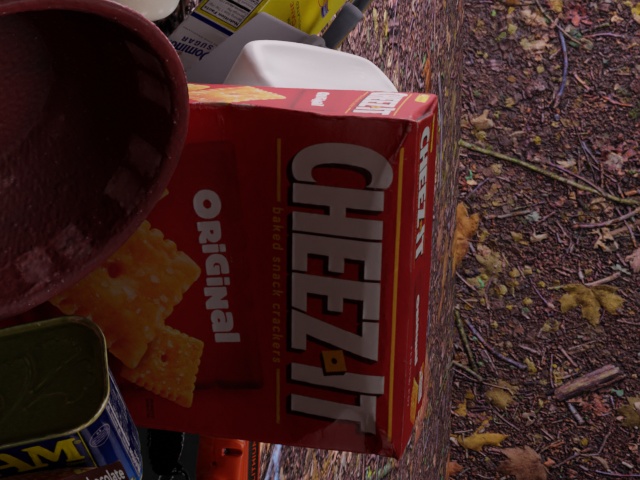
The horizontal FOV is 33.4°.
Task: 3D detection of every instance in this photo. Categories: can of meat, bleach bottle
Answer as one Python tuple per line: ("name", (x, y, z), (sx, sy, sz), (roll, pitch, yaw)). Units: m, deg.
("can of meat", (-0.133, 0.085, 0.464), (0.084, 0.102, 0.057), (83, -6, -52))
("bleach bottle", (-0.054, 0.001, 0.628), (0.251, 0.102, 0.068), (-55, -131, 35))

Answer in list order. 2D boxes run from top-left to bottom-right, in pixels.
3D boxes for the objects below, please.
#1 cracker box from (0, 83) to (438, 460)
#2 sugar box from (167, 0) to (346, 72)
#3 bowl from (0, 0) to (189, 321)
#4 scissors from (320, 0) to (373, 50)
("cracker box", (-0.057, 0.009, 0.514), (0.072, 0.214, 0.164), (-51, 144, -68))
("sugar box", (-0.042, -0.150, 0.742), (0.176, 0.048, 0.093), (-56, 163, -22))
("bowl", (-0.133, -0.039, 0.417), (0.162, 0.055, 0.162), (-31, 150, -21))
("scissors", (-0.012, -0.124, 0.779), (0.096, 0.016, 0.202), (-54, -172, -29))
